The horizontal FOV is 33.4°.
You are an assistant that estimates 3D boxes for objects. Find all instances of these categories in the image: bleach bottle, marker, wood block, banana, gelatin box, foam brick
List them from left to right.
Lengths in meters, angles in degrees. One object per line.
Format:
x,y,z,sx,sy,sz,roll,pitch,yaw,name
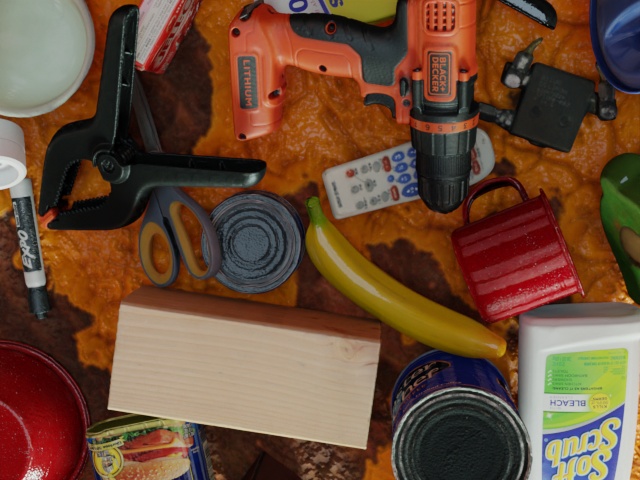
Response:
-0.247,0.007,0.909,0.020,0.020,0.121,-7,96,5,marker
-0.124,-0.178,0.853,0.030,0.073,0.089,30,97,0,gelatin box
-0.058,0.100,0.871,0.206,0.090,0.091,8,97,3,wood block
-0.047,0.222,0.890,0.051,0.078,0.053,35,100,-1,foam brick
0.058,0.043,0.867,0.198,0.070,0.037,36,69,5,banana
0.215,0.180,0.875,0.102,0.068,0.251,-3,99,3,bleach bottle

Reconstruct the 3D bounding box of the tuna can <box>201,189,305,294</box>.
-0.056,0.001,0.887,0.086,0.033,0.086,0,96,4,tuna can

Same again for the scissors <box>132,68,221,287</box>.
-0.144,-0.048,0.893,0.096,0.016,0.202,-41,70,36,scissors

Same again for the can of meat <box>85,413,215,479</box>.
-0.142,0.190,0.904,0.102,0.057,0.084,-11,92,5,can of meat

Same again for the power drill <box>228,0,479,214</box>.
0.027,-0.111,0.816,0.188,0.057,0.184,3,114,12,power drill

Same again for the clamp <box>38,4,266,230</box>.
-0.150,-0.061,0.845,0.164,0.036,0.210,46,124,-4,clamp

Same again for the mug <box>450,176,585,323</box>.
0.151,0.005,0.850,0.081,0.093,0.117,-22,74,11,mug

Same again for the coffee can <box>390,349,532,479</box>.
0.106,0.148,0.838,0.103,0.140,0.103,0,96,4,coffee can

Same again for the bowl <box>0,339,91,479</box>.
-0.281,0.169,0.912,0.162,0.055,0.162,1,97,5,bowl
